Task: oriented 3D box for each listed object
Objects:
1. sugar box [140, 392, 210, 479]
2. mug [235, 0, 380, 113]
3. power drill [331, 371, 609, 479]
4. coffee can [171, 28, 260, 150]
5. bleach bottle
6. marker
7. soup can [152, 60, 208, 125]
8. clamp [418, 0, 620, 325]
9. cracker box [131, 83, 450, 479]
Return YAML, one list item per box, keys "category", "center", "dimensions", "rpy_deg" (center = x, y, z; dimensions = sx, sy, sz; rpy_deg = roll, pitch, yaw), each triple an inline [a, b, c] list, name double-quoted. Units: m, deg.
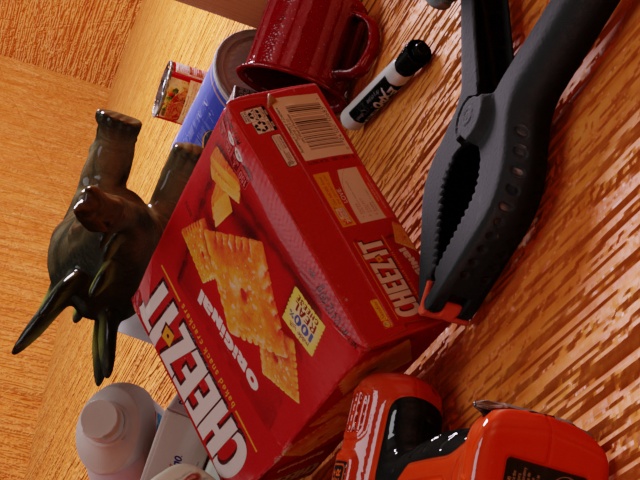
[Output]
- category: "sugar box"
  center: [-0.093, 0.136, 0.844]
  dimensions: [0.176, 0.048, 0.093]
  rpy_deg: [-73, 4, -69]
- category: "mug"
  center: [-0.002, -0.155, 0.845]
  dimensions: [0.117, 0.093, 0.081]
  rpy_deg: [10, 78, 42]
- category: "power drill"
  center: [0.042, 0.143, 0.459]
  dimensions: [0.188, 0.057, 0.184]
  rpy_deg: [153, 131, -68]
- category: "coffee can"
  center: [-0.067, -0.106, 0.962]
  dimensions: [0.140, 0.102, 0.103]
  rpy_deg: [128, 153, -52]
- category: "bleach bottle"
  center: [-0.157, 0.183, 0.888]
  dimensions: [0.251, 0.068, 0.102]
  rpy_deg: [83, -165, -68]
- category: "marker"
  center: [0.045, -0.108, 0.746]
  dimensions: [0.121, 0.020, 0.020]
  rpy_deg: [142, 141, -63]
- category: "soup can"
  center: [-0.134, -0.159, 1.224]
  dimensions: [0.069, 0.102, 0.068]
  rpy_deg: [-165, 90, -73]
- category: "clamp"
  center: [0.087, -0.063, 0.539]
  dimensions: [0.165, 0.036, 0.210]
  rpy_deg: [-137, 64, -71]
- category: "cracker box"
  center: [-0.030, 0.039, 0.638]
  dimensions: [0.164, 0.071, 0.214]
  rpy_deg: [60, 143, 21]
